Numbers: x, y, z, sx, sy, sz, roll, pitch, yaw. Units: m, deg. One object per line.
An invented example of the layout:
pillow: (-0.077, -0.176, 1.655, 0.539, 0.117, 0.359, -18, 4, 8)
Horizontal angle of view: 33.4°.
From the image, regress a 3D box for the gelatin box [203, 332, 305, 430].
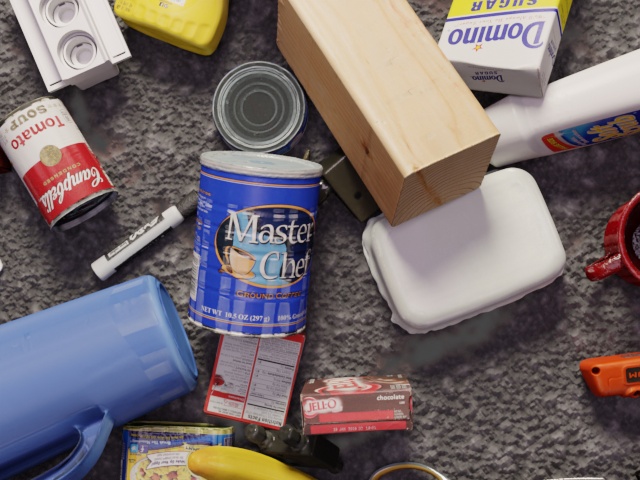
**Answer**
gelatin box: (-0.058, 0.118, 0.946, 0.073, 0.030, 0.089, 12, 87, 2)

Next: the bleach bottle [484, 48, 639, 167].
bleach bottle: (0.235, -0.114, 0.924, 0.251, 0.102, 0.068, -18, 75, 9)

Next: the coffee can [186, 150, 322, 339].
coffee can: (-0.056, 0.001, 0.901, 0.103, 0.103, 0.140, 7, 101, 2)

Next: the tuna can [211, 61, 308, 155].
tuna can: (-0.054, -0.117, 0.957, 0.086, 0.034, 0.086, 0, 86, 2)

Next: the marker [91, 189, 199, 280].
marker: (-0.153, -0.006, 0.962, 0.121, 0.020, 0.020, -36, 86, 0)

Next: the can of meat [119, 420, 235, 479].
can of meat: (-0.125, 0.202, 0.930, 0.102, 0.057, 0.084, 2, 85, 2)

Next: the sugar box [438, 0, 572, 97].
sugar box: (0.166, -0.210, 0.913, 0.093, 0.048, 0.176, 10, 65, 24)

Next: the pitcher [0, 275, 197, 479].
pitcher: (-0.230, 0.129, 0.901, 0.243, 0.145, 0.149, -22, 95, -2)

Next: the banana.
banana: (-0.026, 0.216, 0.906, 0.197, 0.070, 0.037, 31, 93, -13)

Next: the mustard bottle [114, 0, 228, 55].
mustard bottle: (-0.106, -0.270, 0.956, 0.096, 0.058, 0.191, 22, 88, 9)

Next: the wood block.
wood block: (0.050, -0.128, 0.890, 0.090, 0.091, 0.206, -25, 68, -15)

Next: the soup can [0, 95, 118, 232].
soup can: (-0.234, -0.068, 0.945, 0.068, 0.068, 0.102, -32, 85, 0)

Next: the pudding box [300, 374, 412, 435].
pudding box: (0.030, 0.137, 0.899, 0.090, 0.113, 0.039, -2, 87, 1)
